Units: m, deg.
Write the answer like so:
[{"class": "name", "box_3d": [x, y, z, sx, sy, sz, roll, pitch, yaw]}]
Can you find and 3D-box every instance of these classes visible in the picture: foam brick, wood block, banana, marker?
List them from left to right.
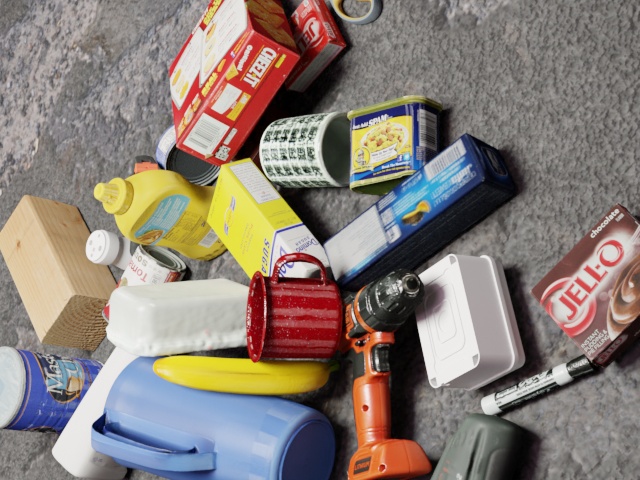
[{"class": "wood block", "box_3d": [-0.355, 0.042, 1.452, 0.091, 0.090, 0.206, -52, 50, 21]}, {"class": "banana", "box_3d": [-0.077, 0.140, 1.104, 0.069, 0.197, 0.037, 119, 153, -85]}, {"class": "foam brick", "box_3d": [-0.064, -0.117, 1.252, 0.078, 0.051, 0.053, -55, 49, 16]}, {"class": "marker", "box_3d": [0.199, 0.129, 0.962, 0.121, 0.020, 0.020, -32, 59, 33]}]

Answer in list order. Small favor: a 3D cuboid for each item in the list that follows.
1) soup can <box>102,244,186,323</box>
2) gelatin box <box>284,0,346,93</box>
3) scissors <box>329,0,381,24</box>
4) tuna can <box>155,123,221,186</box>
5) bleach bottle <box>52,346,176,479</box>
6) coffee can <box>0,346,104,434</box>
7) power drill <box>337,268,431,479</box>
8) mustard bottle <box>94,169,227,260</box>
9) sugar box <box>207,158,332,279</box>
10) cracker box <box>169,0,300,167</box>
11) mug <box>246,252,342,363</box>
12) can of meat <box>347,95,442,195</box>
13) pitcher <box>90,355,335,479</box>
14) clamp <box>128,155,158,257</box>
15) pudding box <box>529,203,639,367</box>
[{"class": "soup can", "box_3d": [-0.220, 0.062, 1.336, 0.069, 0.068, 0.102, 41, 105, 42]}, {"class": "gelatin box", "box_3d": [-0.017, -0.229, 1.246, 0.089, 0.030, 0.073, -44, 55, 36]}, {"class": "scissors", "box_3d": [0.010, -0.315, 1.263, 0.202, 0.016, 0.096, 38, 108, 41]}, {"class": "tuna can", "box_3d": [-0.159, -0.108, 1.314, 0.086, 0.086, 0.034, -57, 46, 15]}, {"class": "bleach bottle", "box_3d": [-0.225, 0.171, 1.302, 0.068, 0.102, 0.251, 34, 95, 31]}, {"class": "coffee can", "box_3d": [-0.353, 0.196, 1.371, 0.103, 0.140, 0.103, -14, 69, 40]}, {"class": "power drill", "box_3d": [0.062, 0.133, 1.020, 0.185, 0.057, 0.187, 129, 139, -65]}, {"class": "mustard bottle", "box_3d": [-0.180, -0.035, 1.240, 0.096, 0.191, 0.058, -46, 52, 23]}, {"class": "sugar box", "box_3d": [-0.058, 0.001, 1.179, 0.176, 0.048, 0.093, 52, 141, 31]}, {"class": "cracker box", "box_3d": [-0.106, -0.208, 1.252, 0.164, 0.072, 0.214, -53, 27, 23]}, {"class": "mug", "box_3d": [-0.025, 0.067, 1.072, 0.093, 0.081, 0.117, -123, 39, -66]}, {"class": "can of meat", "box_3d": [0.077, -0.096, 1.113, 0.102, 0.057, 0.084, -10, 73, 40]}, {"class": "pitcher", "box_3d": [-0.114, 0.210, 1.135, 0.243, 0.145, 0.149, 10, 56, 37]}, {"class": "clamp", "box_3d": [-0.228, -0.064, 1.355, 0.172, 0.039, 0.120, 116, 144, -56]}, {"class": "pudding box", "box_3d": [0.250, 0.039, 0.918, 0.113, 0.039, 0.090, -47, 51, 12]}]
